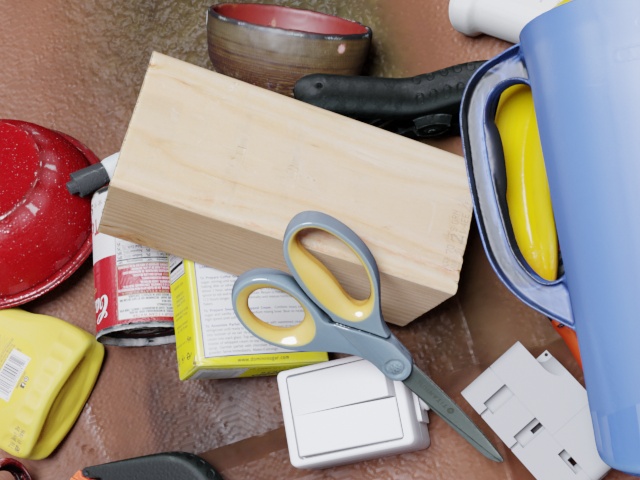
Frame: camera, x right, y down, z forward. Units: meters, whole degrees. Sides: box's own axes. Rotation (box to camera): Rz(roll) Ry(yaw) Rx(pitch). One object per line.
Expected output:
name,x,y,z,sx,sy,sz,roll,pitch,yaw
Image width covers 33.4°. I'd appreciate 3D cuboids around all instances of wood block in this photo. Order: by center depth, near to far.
wood block,-0.020,-0.027,0.650,0.206,0.091,0.090,18,70,-10

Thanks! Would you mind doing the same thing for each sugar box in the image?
sugar box,-0.055,0.001,0.711,0.093,0.048,0.176,0,70,-25

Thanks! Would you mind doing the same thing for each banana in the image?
banana,0.137,-0.071,0.636,0.070,0.037,0.198,19,85,30

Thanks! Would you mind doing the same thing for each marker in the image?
marker,-0.123,-0.062,0.755,0.121,0.020,0.020,-28,69,-18

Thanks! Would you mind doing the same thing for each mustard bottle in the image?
mustard bottle,-0.255,0.074,0.768,0.192,0.058,0.096,25,84,20

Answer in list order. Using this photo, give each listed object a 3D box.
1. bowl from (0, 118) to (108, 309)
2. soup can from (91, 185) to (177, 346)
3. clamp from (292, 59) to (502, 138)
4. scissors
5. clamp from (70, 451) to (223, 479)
bowl,-0.236,-0.032,0.762,0.162,0.055,0.162,-3,58,5
soup can,-0.122,0.017,0.736,0.068,0.068,0.102,-10,74,14
clamp,0.063,-0.089,0.682,0.171,0.120,0.039,-13,81,10
scissors,0.023,0.072,0.622,0.096,0.016,0.201,-22,115,19
clamp,-0.074,0.208,0.694,0.210,0.036,0.164,15,84,18
